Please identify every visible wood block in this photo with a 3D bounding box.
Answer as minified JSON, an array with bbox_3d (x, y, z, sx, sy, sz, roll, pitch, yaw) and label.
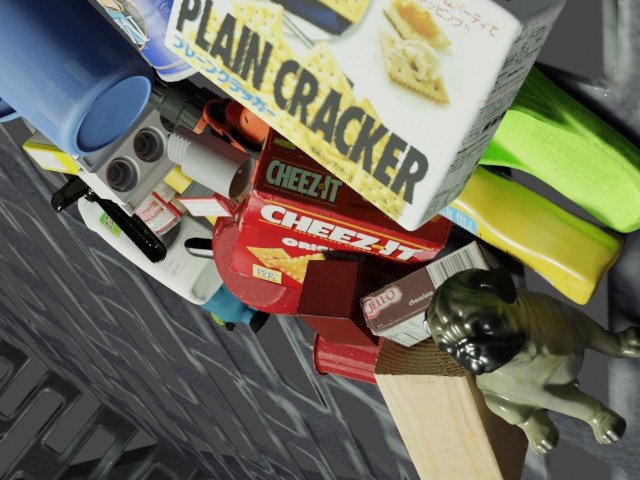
[{"bbox_3d":[0.130,0.160,1.022,0.090,0.090,0.206,-2,134,25],"label":"wood block"}]

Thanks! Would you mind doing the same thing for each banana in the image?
[{"bbox_3d":[-0.129,-0.039,1.211,0.070,0.037,0.197,-20,118,39],"label":"banana"}]

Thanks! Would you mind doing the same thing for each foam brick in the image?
[{"bbox_3d":[0.020,0.055,0.928,0.051,0.053,0.078,4,157,24],"label":"foam brick"}]

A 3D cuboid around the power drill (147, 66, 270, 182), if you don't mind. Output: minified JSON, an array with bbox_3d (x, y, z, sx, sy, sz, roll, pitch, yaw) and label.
[{"bbox_3d":[-0.081,-0.124,0.949,0.184,0.057,0.188,34,162,0],"label":"power drill"}]

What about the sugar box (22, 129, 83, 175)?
[{"bbox_3d":[-0.249,-0.116,1.182,0.177,0.093,0.048,15,150,47],"label":"sugar box"}]

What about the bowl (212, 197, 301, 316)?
[{"bbox_3d":[-0.057,0.016,1.100,0.162,0.055,0.162,16,121,29],"label":"bowl"}]

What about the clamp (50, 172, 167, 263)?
[{"bbox_3d":[-0.265,-0.059,1.289,0.164,0.036,0.210,36,-164,-35],"label":"clamp"}]

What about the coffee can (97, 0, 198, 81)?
[{"bbox_3d":[-0.120,-0.202,0.779,0.103,0.102,0.140,8,144,53],"label":"coffee can"}]

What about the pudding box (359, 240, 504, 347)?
[{"bbox_3d":[0.101,0.048,0.906,0.090,0.114,0.039,27,-140,-64],"label":"pudding box"}]

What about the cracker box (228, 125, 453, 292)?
[{"bbox_3d":[0.012,-0.010,0.944,0.164,0.072,0.214,16,160,-5],"label":"cracker box"}]

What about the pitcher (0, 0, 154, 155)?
[{"bbox_3d":[-0.273,-0.181,0.958,0.243,0.144,0.149,43,153,12],"label":"pitcher"}]

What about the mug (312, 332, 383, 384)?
[{"bbox_3d":[0.050,0.120,1.190,0.082,0.093,0.117,11,149,22],"label":"mug"}]

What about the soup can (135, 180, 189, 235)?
[{"bbox_3d":[-0.204,-0.065,1.252,0.102,0.068,0.069,46,158,-20],"label":"soup can"}]

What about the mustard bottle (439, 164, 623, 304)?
[{"bbox_3d":[0.130,-0.025,0.800,0.192,0.058,0.096,32,-176,16],"label":"mustard bottle"}]

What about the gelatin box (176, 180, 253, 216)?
[{"bbox_3d":[-0.097,-0.059,1.082,0.030,0.073,0.089,47,157,-23],"label":"gelatin box"}]

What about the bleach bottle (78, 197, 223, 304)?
[{"bbox_3d":[-0.218,-0.023,1.346,0.251,0.102,0.068,33,175,28],"label":"bleach bottle"}]
